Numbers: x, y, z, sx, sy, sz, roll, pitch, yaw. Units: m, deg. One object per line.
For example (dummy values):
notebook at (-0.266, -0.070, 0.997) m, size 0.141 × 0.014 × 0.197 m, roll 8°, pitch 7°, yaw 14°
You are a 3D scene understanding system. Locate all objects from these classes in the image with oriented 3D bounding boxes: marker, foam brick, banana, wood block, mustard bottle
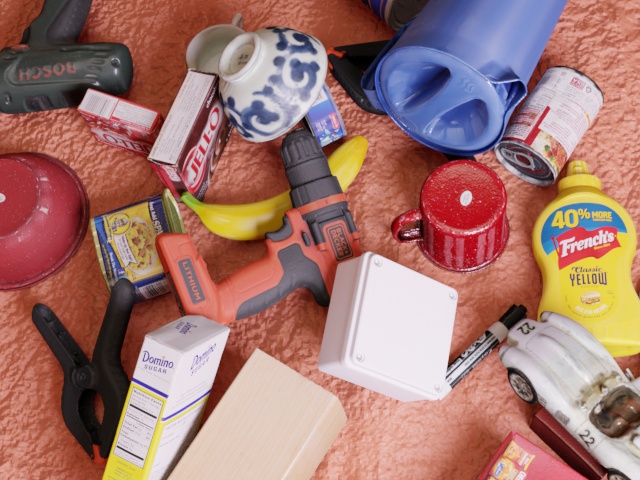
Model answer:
marker at (0.149, 0.103, 1.001) m, size 0.121 × 0.020 × 0.020 m, roll -42°, pitch 68°, yaw -10°
foam brick at (0.233, 0.169, 0.944) m, size 0.053 × 0.051 × 0.078 m, roll -41°, pitch 68°, yaw -12°
banana at (-0.037, -0.044, 1.068) m, size 0.197 × 0.037 × 0.069 m, roll -19°, pitch 103°, yaw -7°
wood block at (-0.071, 0.213, 0.944) m, size 0.091 × 0.090 × 0.206 m, roll 29°, pitch 74°, yaw 18°
mustard bottle at (0.249, 0.013, 1.005) m, size 0.096 × 0.058 × 0.191 m, roll -3°, pitch 66°, yaw 11°

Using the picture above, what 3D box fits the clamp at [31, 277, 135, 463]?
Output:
clamp at (-0.225, 0.125, 1.017) m, size 0.120 × 0.039 × 0.171 m, roll -8°, pitch 80°, yaw 33°

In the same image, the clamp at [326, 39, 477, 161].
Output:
clamp at (0.108, -0.166, 1.111) m, size 0.210 × 0.036 × 0.164 m, roll 27°, pitch 63°, yaw 21°

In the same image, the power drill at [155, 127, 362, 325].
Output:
power drill at (-0.057, 0.001, 1.010) m, size 0.187 × 0.057 × 0.184 m, roll -19°, pitch 85°, yaw -13°

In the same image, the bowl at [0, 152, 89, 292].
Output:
bowl at (-0.324, -0.031, 1.101) m, size 0.162 × 0.055 × 0.162 m, roll -3°, pitch 67°, yaw 6°

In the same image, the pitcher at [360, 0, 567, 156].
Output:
pitcher at (0.154, -0.210, 1.048) m, size 0.149 × 0.145 × 0.242 m, roll 31°, pitch 60°, yaw 5°

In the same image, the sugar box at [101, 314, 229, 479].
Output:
sugar box at (-0.139, 0.156, 0.932) m, size 0.048 × 0.093 × 0.176 m, roll 21°, pitch 104°, yaw 16°

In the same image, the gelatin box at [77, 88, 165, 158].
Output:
gelatin box at (-0.199, -0.117, 1.111) m, size 0.089 × 0.073 × 0.030 m, roll 19°, pitch 72°, yaw 14°

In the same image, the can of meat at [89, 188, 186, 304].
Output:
can of meat at (-0.176, 0.010, 1.063) m, size 0.084 × 0.057 × 0.102 m, roll -19°, pitch 66°, yaw 1°

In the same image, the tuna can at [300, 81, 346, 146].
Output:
tuna can at (-0.007, -0.138, 1.088) m, size 0.033 × 0.086 × 0.086 m, roll -26°, pitch 66°, yaw -3°

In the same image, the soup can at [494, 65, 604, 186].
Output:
soup can at (0.227, -0.114, 1.056) m, size 0.068 × 0.068 × 0.102 m, roll 30°, pitch 73°, yaw 18°

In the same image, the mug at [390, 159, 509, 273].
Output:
mug at (0.125, -0.023, 1.023) m, size 0.117 × 0.081 × 0.093 m, roll -10°, pitch 66°, yaw 3°

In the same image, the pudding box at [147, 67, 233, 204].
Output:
pudding box at (-0.129, -0.104, 1.087) m, size 0.039 × 0.090 × 0.113 m, roll 14°, pitch 69°, yaw 14°
